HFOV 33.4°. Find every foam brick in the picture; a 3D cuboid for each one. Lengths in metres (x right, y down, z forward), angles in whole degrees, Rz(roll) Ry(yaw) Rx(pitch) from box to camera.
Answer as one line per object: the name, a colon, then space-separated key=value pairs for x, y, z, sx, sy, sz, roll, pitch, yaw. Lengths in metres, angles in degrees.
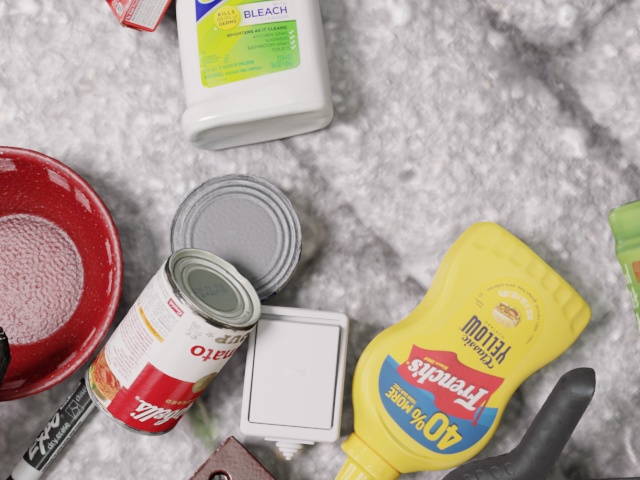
foam brick: x=-0.048 y=0.168 z=0.668 sx=0.078 sy=0.051 sz=0.053 roll=43 pitch=76 yaw=7

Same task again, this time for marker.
marker: x=-0.175 y=0.130 z=0.695 sx=0.020 sy=0.020 sz=0.121 roll=37 pitch=85 yaw=5

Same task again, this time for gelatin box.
gelatin box: x=-0.114 y=-0.191 z=0.692 sx=0.089 sy=0.030 sz=0.073 roll=-56 pitch=47 yaw=25

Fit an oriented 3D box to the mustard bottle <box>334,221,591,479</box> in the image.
mustard bottle: x=0.077 y=0.087 z=0.677 sx=0.096 sy=0.058 sz=0.191 roll=42 pitch=86 yaw=-6

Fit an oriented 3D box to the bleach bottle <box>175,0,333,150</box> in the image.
bleach bottle: x=-0.059 y=-0.193 z=0.713 sx=0.102 sy=0.068 sz=0.251 roll=-10 pitch=80 yaw=1

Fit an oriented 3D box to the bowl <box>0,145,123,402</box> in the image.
bowl: x=-0.203 y=0.023 z=0.690 sx=0.162 sy=0.055 sz=0.162 roll=0 pitch=83 yaw=1

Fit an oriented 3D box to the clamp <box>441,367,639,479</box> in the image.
clamp: x=0.137 y=0.159 z=0.652 sx=0.120 sy=0.039 sz=0.172 roll=41 pitch=118 yaw=-11

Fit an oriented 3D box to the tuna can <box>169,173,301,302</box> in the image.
tuna can: x=-0.055 y=0.001 z=0.701 sx=0.086 sy=0.034 sz=0.086 roll=0 pitch=83 yaw=1

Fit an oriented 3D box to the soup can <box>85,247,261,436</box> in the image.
soup can: x=-0.090 y=0.062 z=0.656 sx=0.068 sy=0.068 sz=0.102 roll=41 pitch=116 yaw=5
